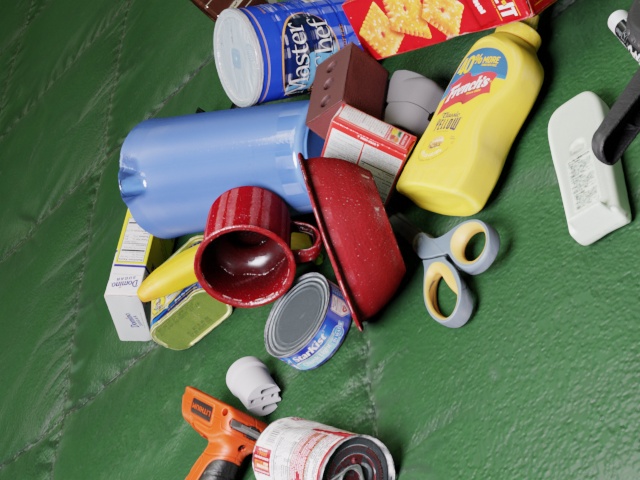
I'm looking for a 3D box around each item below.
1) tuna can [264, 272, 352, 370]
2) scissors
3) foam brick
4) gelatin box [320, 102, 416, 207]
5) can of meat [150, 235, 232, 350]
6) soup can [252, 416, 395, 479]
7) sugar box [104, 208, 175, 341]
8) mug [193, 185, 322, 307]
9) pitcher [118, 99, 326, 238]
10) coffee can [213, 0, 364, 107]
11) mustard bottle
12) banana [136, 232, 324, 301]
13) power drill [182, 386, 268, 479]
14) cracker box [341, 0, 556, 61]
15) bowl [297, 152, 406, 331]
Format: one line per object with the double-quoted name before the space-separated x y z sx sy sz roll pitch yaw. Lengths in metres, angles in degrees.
"tuna can" -0.011 0.074 0.972 0.086 0.033 0.086 -36 35 31
"scissors" 0.100 -0.007 0.899 0.096 0.016 0.202 -54 27 25
"foam brick" 0.025 -0.132 0.992 0.053 0.051 0.078 -28 40 40
"gelatin box" 0.039 -0.072 0.962 0.030 0.073 0.089 -59 -8 -37
"can of meat" -0.140 0.058 1.153 0.102 0.057 0.084 -40 35 26
"soup can" 0.000 0.176 0.824 0.102 0.068 0.068 1 62 56
"sugar box" -0.207 0.021 1.252 0.048 0.093 0.176 0 52 4
"mug" -0.057 0.001 0.997 0.117 0.093 0.081 -4 35 3
"pitcher" -0.076 -0.079 1.109 0.243 0.145 0.149 -5 52 38
"coffee can" -0.029 -0.203 1.131 0.103 0.140 0.103 38 135 50
"mustard bottle" 0.140 -0.116 0.915 0.191 0.058 0.096 -62 25 -11
"banana" -0.091 0.016 1.080 0.198 0.037 0.069 -14 23 13
"power drill" -0.130 0.232 0.972 0.185 0.057 0.187 10 72 54
"cracker box" 0.147 -0.240 0.958 0.164 0.072 0.214 -39 20 -30
"bowl" 0.032 -0.007 0.906 0.055 0.162 0.162 -20 37 3
